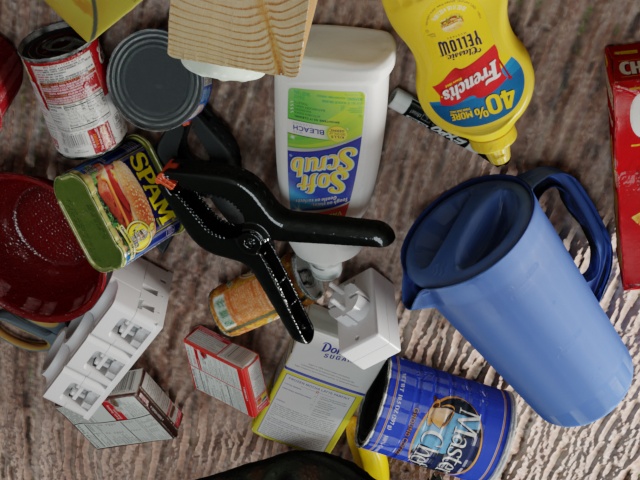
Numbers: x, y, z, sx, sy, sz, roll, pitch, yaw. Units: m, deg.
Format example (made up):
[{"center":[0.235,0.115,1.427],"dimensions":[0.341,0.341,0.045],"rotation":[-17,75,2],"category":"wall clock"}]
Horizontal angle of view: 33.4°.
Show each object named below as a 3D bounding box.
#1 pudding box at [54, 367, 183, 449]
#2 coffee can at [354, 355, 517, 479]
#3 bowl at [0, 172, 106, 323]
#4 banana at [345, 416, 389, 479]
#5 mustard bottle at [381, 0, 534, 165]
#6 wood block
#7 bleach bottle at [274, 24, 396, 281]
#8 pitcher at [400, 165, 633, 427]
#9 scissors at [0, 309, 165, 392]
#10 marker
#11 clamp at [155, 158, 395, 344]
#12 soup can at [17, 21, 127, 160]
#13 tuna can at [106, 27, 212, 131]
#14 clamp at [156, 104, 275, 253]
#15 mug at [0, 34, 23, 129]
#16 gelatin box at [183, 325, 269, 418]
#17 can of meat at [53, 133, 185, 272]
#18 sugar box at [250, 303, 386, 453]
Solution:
[{"center":[-0.224,0.189,1.186],"dimensions":[0.114,0.039,0.090],"rotation":[-11,134,25],"category":"pudding box"},{"center":[0.118,0.184,1.101],"dimensions":[0.140,0.102,0.103],"rotation":[18,128,-6],"category":"coffee can"},{"center":[-0.269,-0.002,1.027],"dimensions":[0.162,0.055,0.162],"rotation":[8,120,14],"category":"bowl"},{"center":[0.045,0.279,1.228],"dimensions":[0.069,0.037,0.198],"rotation":[11,129,-4],"category":"banana"},{"center":[0.121,-0.142,0.870],"dimensions":[0.096,0.058,0.191],"rotation":[-16,125,14],"category":"mustard bottle"},{"center":[-0.040,-0.209,0.745],"dimensions":[0.090,0.206,0.091],"rotation":[10,128,0],"category":"wood block"},{"center":[0.012,-0.064,0.945],"dimensions":[0.102,0.068,0.251],"rotation":[7,131,10],"category":"bleach bottle"},{"center":[0.198,0.057,0.983],"dimensions":[0.149,0.145,0.242],"rotation":[-17,128,35],"category":"pitcher"},{"center":[-0.254,0.105,1.148],"dimensions":[0.201,0.016,0.096],"rotation":[17,128,-6],"category":"scissors"},{"center":[0.114,-0.097,0.931],"dimensions":[0.121,0.020,0.020],"rotation":[27,127,-13],"category":"marker"},{"center":[-0.056,0.001,0.960],"dimensions":[0.210,0.036,0.165],"rotation":[28,128,0],"category":"clamp"},{"center":[-0.212,-0.129,0.922],"dimensions":[0.068,0.068,0.102],"rotation":[-4,128,11],"category":"soup can"},{"center":[-0.136,-0.137,0.907],"dimensions":[0.086,0.033,0.086],"rotation":[3,105,12],"category":"tuna can"},{"center":[-0.117,-0.051,0.990],"dimensions":[0.120,0.039,0.171],"rotation":[-7,119,15],"category":"clamp"},{"center":[-0.318,-0.130,0.928],"dimensions":[0.117,0.081,0.093],"rotation":[-27,120,26],"category":"mug"},{"center":[-0.099,0.137,1.118],"dimensions":[0.089,0.030,0.073],"rotation":[21,136,34],"category":"gelatin box"},{"center":[-0.181,-0.033,0.961],"dimensions":[0.058,0.083,0.102],"rotation":[-14,107,44],"category":"can of meat"},{"center":[-0.002,0.150,1.129],"dimensions":[0.093,0.048,0.176],"rotation":[21,126,-8],"category":"sugar box"}]
